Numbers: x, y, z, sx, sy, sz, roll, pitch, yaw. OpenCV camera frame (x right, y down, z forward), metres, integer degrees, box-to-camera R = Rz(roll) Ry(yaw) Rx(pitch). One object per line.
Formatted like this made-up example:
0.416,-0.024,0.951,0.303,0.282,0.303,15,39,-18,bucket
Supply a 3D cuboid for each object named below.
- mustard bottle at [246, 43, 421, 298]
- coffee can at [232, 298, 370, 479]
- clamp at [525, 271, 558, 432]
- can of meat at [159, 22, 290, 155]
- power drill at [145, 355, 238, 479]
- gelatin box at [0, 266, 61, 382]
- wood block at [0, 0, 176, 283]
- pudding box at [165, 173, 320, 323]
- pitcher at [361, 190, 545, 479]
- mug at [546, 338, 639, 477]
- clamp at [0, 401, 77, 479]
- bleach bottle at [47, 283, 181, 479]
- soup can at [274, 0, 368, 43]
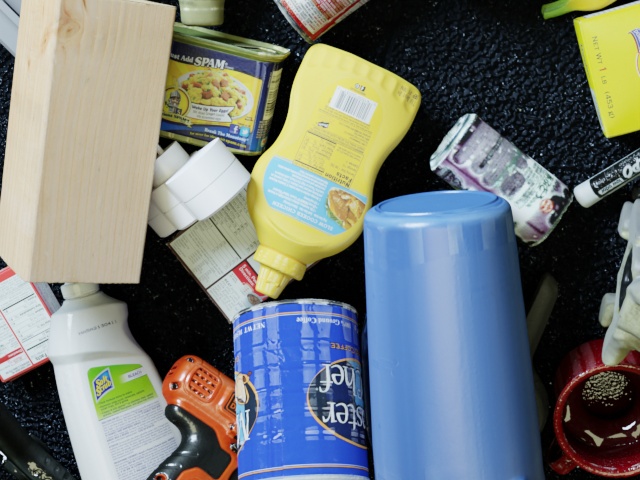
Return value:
-0.003,-0.046,0.818,0.096,0.058,0.191,24,87,-5,mustard bottle
-0.016,0.127,0.837,0.103,0.102,0.140,-7,70,10,coffee can
0.133,0.108,0.876,0.120,0.039,0.171,2,101,19,clamp
-0.083,-0.119,0.842,0.102,0.057,0.084,14,107,5,can of meat
-0.082,0.212,0.868,0.184,0.187,0.057,36,149,-11,power drill
-0.263,0.069,0.927,0.073,0.030,0.089,-27,99,12,gelatin box
-0.177,-0.079,0.791,0.090,0.090,0.206,2,105,-31,wood block
-0.056,0.001,0.876,0.113,0.039,0.090,-37,95,12,pudding box
0.090,0.088,0.804,0.149,0.145,0.243,-3,102,14,pitcher
0.222,0.137,0.846,0.093,0.081,0.117,35,105,-1,mug
-0.251,0.183,0.909,0.210,0.165,0.036,48,68,-12,clamp
-0.165,0.145,0.906,0.068,0.102,0.251,-10,97,49,bleach bottle
0.015,-0.205,0.801,0.102,0.068,0.068,-34,97,14,soup can
